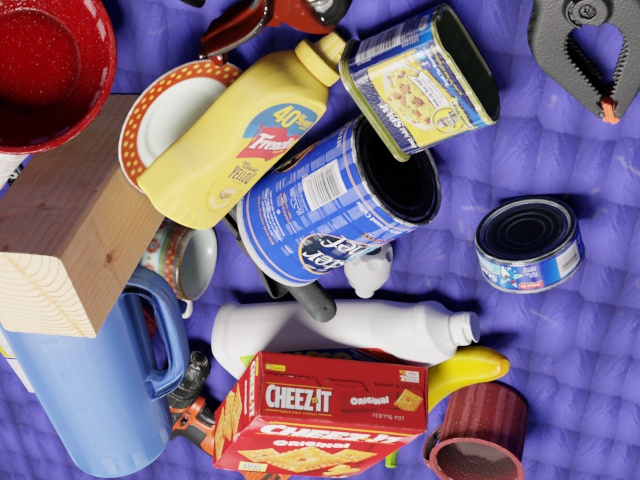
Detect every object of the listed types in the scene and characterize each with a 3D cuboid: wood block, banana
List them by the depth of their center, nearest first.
[{"bbox_3d":[-0.196,-0.027,0.895,0.090,0.206,0.091,3,133,20],"label":"wood block"},{"bbox_3d":[0.119,0.149,1.050,0.037,0.070,0.198,7,139,-33],"label":"banana"}]

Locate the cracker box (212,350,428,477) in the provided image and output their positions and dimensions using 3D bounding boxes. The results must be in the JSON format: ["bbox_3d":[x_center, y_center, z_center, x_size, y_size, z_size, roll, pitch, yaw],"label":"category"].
[{"bbox_3d":[-0.007,0.178,1.050,0.164,0.072,0.214,7,156,-14],"label":"cracker box"}]

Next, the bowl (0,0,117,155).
[{"bbox_3d":[-0.244,-0.149,0.867,0.162,0.162,0.055,26,179,-5],"label":"bowl"}]

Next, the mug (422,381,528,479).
[{"bbox_3d":[0.153,0.198,1.071,0.117,0.081,0.093,-25,120,38],"label":"mug"}]

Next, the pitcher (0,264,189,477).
[{"bbox_3d":[-0.208,0.109,1.003,0.149,0.144,0.243,41,151,45],"label":"pitcher"}]

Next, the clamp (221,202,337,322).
[{"bbox_3d":[-0.056,0.001,0.976,0.171,0.039,0.120,56,159,-14],"label":"clamp"}]

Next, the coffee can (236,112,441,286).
[{"bbox_3d":[0.014,-0.033,0.881,0.141,0.102,0.102,-28,118,39],"label":"coffee can"}]

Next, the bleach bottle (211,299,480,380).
[{"bbox_3d":[0.027,0.092,1.026,0.251,0.068,0.102,-9,143,26],"label":"bleach bottle"}]

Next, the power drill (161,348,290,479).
[{"bbox_3d":[-0.110,0.206,1.203,0.187,0.057,0.185,32,140,-7],"label":"power drill"}]

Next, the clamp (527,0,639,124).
[{"bbox_3d":[0.191,-0.171,0.722,0.165,0.036,0.210,-9,131,29],"label":"clamp"}]

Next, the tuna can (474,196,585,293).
[{"bbox_3d":[0.169,0.002,0.868,0.086,0.086,0.033,-3,130,24],"label":"tuna can"}]

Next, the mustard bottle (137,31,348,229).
[{"bbox_3d":[-0.051,-0.092,0.844,0.192,0.096,0.058,-44,67,12],"label":"mustard bottle"}]

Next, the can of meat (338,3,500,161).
[{"bbox_3d":[0.077,-0.119,0.805,0.084,0.057,0.102,-19,124,32],"label":"can of meat"}]
